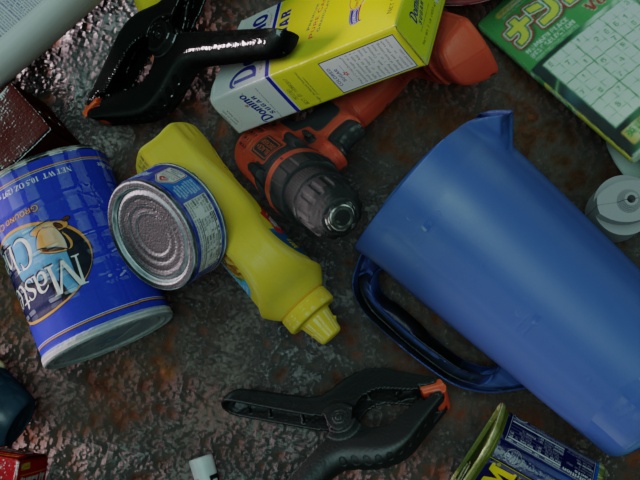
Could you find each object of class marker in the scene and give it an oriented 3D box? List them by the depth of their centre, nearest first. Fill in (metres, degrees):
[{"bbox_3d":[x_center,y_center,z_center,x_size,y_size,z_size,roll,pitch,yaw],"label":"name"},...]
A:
[{"bbox_3d":[-0.074,0.223,0.811,0.020,0.020,0.121,-18,82,5],"label":"marker"}]

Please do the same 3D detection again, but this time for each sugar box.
[{"bbox_3d":[0.003,-0.144,0.767,0.177,0.048,0.093,-13,45,36],"label":"sugar box"}]

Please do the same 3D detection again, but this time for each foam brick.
[{"bbox_3d":[-0.230,-0.080,0.835,0.051,0.078,0.053,-43,83,1],"label":"foam brick"}]

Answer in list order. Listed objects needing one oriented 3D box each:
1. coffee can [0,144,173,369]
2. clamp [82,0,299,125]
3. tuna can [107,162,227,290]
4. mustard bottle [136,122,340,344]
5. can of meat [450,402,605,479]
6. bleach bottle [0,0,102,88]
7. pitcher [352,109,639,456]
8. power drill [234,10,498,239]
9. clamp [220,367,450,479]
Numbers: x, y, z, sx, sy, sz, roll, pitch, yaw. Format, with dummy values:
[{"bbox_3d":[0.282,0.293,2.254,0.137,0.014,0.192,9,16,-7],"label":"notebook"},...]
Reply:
[{"bbox_3d":[-0.185,0.013,0.806,0.103,0.102,0.140,-25,81,4],"label":"coffee can"},{"bbox_3d":[-0.103,-0.146,0.798,0.210,0.036,0.165,-43,52,26],"label":"clamp"},{"bbox_3d":[-0.108,-0.009,0.748,0.086,0.033,0.086,19,124,31],"label":"tuna can"},{"bbox_3d":[-0.055,0.001,0.793,0.058,0.096,0.192,-41,80,-5],"label":"mustard bottle"},{"bbox_3d":[0.140,0.179,0.754,0.084,0.057,0.102,29,122,6],"label":"can of meat"},{"bbox_3d":[-0.274,-0.155,0.807,0.102,0.068,0.250,38,66,8],"label":"bleach bottle"},{"bbox_3d":[0.146,0.040,0.756,0.243,0.149,0.145,43,72,6],"label":"pitcher"},{"bbox_3d":[0.033,-0.087,0.764,0.187,0.185,0.057,-39,119,-5],"label":"power drill"},{"bbox_3d":[0.008,0.134,0.793,0.171,0.039,0.120,-24,57,-8],"label":"clamp"}]
